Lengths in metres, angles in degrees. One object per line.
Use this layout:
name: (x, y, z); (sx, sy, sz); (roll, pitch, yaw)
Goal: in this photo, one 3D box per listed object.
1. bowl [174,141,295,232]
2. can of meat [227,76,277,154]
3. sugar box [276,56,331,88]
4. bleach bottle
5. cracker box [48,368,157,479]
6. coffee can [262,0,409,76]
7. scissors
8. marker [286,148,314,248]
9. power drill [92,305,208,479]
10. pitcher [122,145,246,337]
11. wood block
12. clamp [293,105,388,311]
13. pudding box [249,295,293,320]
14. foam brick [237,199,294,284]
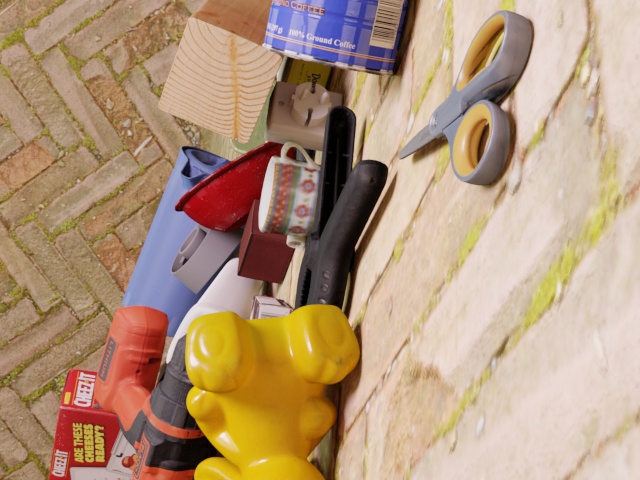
bowl: (-0.085, -0.055, 1.223); (0.055, 0.162, 0.162); (59, 164, 3)
can of meat: (-0.066, -0.151, 1.273); (0.083, 0.057, 0.102); (-32, -43, -70)
sugar box: (-0.019, -0.199, 1.176); (0.176, 0.048, 0.093); (-88, 14, -56)
bleach bottle: (-0.104, 0.066, 1.246); (0.103, 0.068, 0.250); (-58, 4, 26)
cracker box: (-0.185, 0.234, 1.179); (0.072, 0.213, 0.164); (-94, 17, -56)
coffee can: (0.020, -0.202, 0.790); (0.103, 0.102, 0.140); (-116, 37, -74)
scissors: (0.072, -0.053, 0.600); (0.202, 0.016, 0.096); (121, 157, -64)
marker: (-0.020, -0.049, 1.103); (0.020, 0.020, 0.121); (118, 159, -61)
power drill: (-0.143, 0.129, 0.922); (0.188, 0.057, 0.184); (49, 123, 60)
pitcher: (-0.167, 0.005, 1.448); (0.243, 0.149, 0.145); (-64, 20, 12)
wood block: (-0.083, -0.178, 1.030); (0.206, 0.090, 0.091); (-82, 16, -68)
clamp: (0.007, 0.001, 0.849); (0.164, 0.036, 0.210); (-100, 22, -62)
pudding box: (-0.058, 0.116, 1.088); (0.090, 0.039, 0.113); (-164, 85, -81)
foam brick: (-0.058, 0.001, 1.172); (0.078, 0.051, 0.053); (112, 166, -49)
